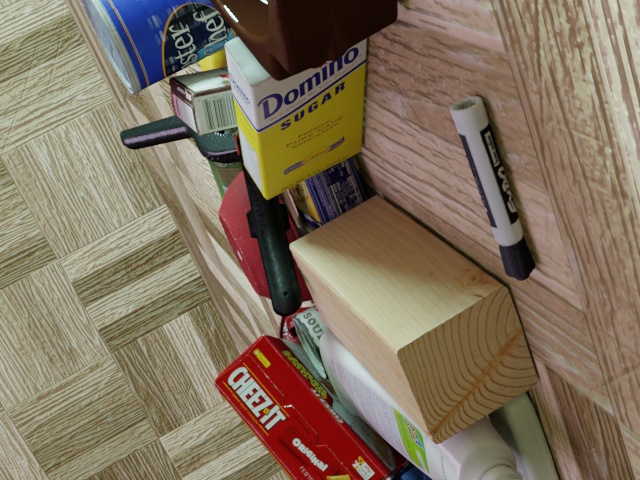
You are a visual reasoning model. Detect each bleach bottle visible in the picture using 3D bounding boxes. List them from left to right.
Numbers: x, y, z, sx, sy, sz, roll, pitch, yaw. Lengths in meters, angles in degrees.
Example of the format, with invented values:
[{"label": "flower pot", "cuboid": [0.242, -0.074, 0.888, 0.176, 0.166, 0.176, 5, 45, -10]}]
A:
[{"label": "bleach bottle", "cuboid": [0.084, 0.144, 0.846, 0.251, 0.068, 0.102, 38, 156, 59]}]

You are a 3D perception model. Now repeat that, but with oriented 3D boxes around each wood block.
[{"label": "wood block", "cuboid": [0.064, 0.052, 0.814, 0.206, 0.090, 0.090, 42, 158, 60]}]

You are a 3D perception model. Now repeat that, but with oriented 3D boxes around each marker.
[{"label": "marker", "cuboid": [0.103, -0.027, 0.625, 0.020, 0.020, 0.121, 42, 158, 61]}]

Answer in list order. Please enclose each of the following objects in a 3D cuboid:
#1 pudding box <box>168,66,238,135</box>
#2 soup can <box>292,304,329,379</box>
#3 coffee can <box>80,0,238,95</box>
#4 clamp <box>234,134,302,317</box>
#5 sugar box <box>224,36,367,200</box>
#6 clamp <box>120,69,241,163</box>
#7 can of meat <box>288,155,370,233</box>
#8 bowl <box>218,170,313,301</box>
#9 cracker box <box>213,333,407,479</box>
[{"label": "pudding box", "cuboid": [-0.062, -0.124, 0.897, 0.090, 0.113, 0.039, -140, 40, -65]}, {"label": "soup can", "cuboid": [0.033, 0.076, 0.986, 0.068, 0.102, 0.068, 58, 169, 18]}, {"label": "coffee can", "cuboid": [-0.119, -0.199, 0.898, 0.103, 0.140, 0.103, 58, 169, 18]}, {"label": "clamp", "cuboid": [-0.043, -0.011, 0.923, 0.120, 0.039, 0.171, -170, 65, -80]}, {"label": "sugar box", "cuboid": [-0.015, -0.102, 0.788, 0.048, 0.093, 0.176, 57, 169, 18]}, {"label": "clamp", "cuboid": [-0.118, -0.129, 1.116, 0.210, 0.164, 0.036, 41, -175, 40]}, {"label": "can of meat", "cuboid": [0.002, -0.053, 0.933, 0.084, 0.057, 0.102, 68, 168, -23]}, {"label": "bowl", "cuboid": [-0.057, 0.001, 1.050, 0.162, 0.055, 0.162, 62, 171, 15]}, {"label": "cracker box", "cuboid": [-0.004, 0.174, 1.007, 0.164, 0.072, 0.213, 47, -178, 12]}]
